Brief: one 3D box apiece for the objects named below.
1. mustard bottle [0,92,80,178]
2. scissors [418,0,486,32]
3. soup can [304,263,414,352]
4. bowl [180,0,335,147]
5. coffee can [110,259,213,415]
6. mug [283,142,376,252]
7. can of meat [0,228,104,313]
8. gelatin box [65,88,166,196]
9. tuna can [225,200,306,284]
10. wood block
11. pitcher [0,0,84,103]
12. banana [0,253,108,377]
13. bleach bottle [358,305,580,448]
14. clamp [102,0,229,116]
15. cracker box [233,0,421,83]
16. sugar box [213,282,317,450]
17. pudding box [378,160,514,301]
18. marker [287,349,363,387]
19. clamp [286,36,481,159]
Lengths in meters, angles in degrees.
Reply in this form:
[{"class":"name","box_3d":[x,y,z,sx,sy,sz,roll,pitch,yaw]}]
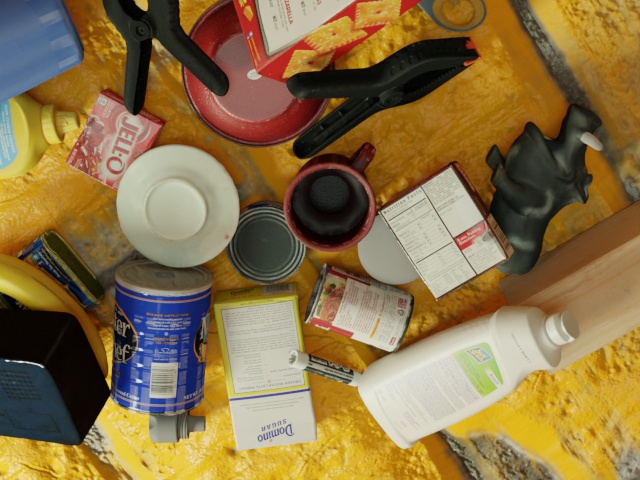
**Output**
[{"class":"mustard bottle","box_3d":[-0.343,-0.110,1.104,0.191,0.058,0.096,-9,92,4]},{"class":"scissors","box_3d":[0.081,-0.242,1.077,0.202,0.016,0.096,-15,105,6]},{"class":"soup can","box_3d":[0.042,0.072,1.142,0.102,0.068,0.068,19,106,-5]},{"class":"bowl","box_3d":[-0.065,-0.169,1.082,0.162,0.055,0.162,0,106,1]},{"class":"coffee can","box_3d":[-0.170,0.101,1.137,0.103,0.103,0.140,6,106,0]},{"class":"mug","box_3d":[0.017,-0.053,1.099,0.093,0.081,0.117,33,104,-8]},{"class":"can of meat","box_3d":[-0.295,0.050,1.151,0.084,0.057,0.102,-37,103,9]},{"class":"gelatin box","box_3d":[-0.214,-0.103,1.117,0.073,0.030,0.089,29,105,-7]},{"class":"tuna can","box_3d":[-0.057,0.001,1.141,0.086,0.033,0.086,0,106,2]},{"class":"wood block","box_3d":[0.302,0.041,1.114,0.206,0.091,0.090,-31,103,9]},{"class":"pitcher","box_3d":[-0.363,-0.182,1.035,0.242,0.145,0.149,-26,91,-10]},{"class":"banana","box_3d":[-0.291,0.069,1.110,0.197,0.037,0.070,36,127,-8]},{"class":"bleach bottle","box_3d":[0.159,0.134,1.100,0.251,0.068,0.102,-29,104,39]},{"class":"clamp","box_3d":[-0.155,-0.204,1.034,0.120,0.039,0.171,-2,118,18]},{"class":"cracker box","box_3d":[0.014,-0.266,0.974,0.214,0.072,0.164,-30,67,31]},{"class":"sugar box","box_3d":[-0.059,0.139,1.176,0.093,0.048,0.176,-7,109,0]},{"class":"pudding box","box_3d":[0.125,-0.010,1.066,0.090,0.039,0.113,-32,91,20]},{"class":"marker","box_3d":[0.017,0.144,1.164,0.121,0.020,0.020,22,107,-33]},{"class":"clamp","box_3d":[0.058,-0.154,1.048,0.210,0.164,0.036,-25,74,0]}]
